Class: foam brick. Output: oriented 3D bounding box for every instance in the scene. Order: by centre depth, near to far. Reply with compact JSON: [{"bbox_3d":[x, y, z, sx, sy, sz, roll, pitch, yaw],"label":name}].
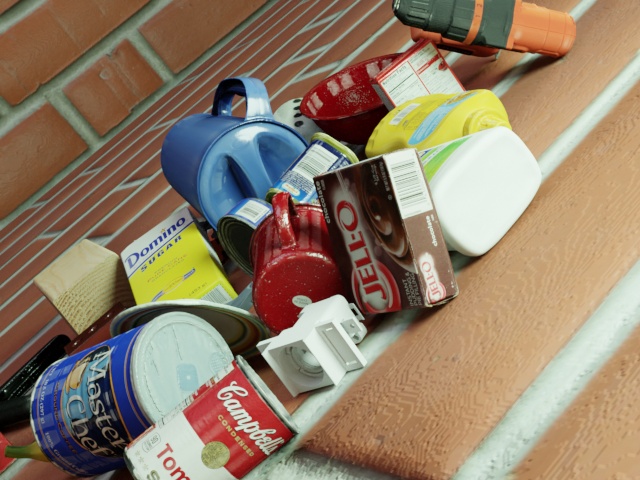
[{"bbox_3d":[-0.223,0.111,1.122,0.078,0.051,0.053,-41,16,-11],"label":"foam brick"}]

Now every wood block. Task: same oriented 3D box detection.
[{"bbox_3d":[-0.270,0.066,1.271,0.090,0.091,0.206,-40,16,-13],"label":"wood block"}]

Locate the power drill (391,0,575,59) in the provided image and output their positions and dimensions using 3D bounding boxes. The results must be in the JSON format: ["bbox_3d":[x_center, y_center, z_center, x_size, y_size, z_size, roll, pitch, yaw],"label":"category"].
[{"bbox_3d":[0.149,-0.225,1.106,0.188,0.184,0.057,-125,46,-76],"label":"power drill"}]

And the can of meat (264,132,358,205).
[{"bbox_3d":[-0.013,-0.041,1.042,0.083,0.057,0.102,-50,-13,-28],"label":"can of meat"}]

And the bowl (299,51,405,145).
[{"bbox_3d":[0.060,-0.154,1.210,0.162,0.055,0.162,-18,26,9],"label":"bowl"}]

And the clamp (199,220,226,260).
[{"bbox_3d":[-0.135,-0.008,1.288,0.120,0.039,0.172,-37,22,-17],"label":"clamp"}]

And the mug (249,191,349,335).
[{"bbox_3d":[-0.016,0.017,0.852,0.093,0.117,0.081,-12,25,5],"label":"mug"}]

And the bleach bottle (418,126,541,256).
[{"bbox_3d":[0.071,-0.031,0.892,0.102,0.068,0.251,-46,16,-21],"label":"bleach bottle"}]

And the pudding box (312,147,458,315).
[{"bbox_3d":[0.046,-0.004,0.778,0.039,0.113,0.090,-15,1,-36],"label":"pudding box"}]

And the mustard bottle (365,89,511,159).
[{"bbox_3d":[0.117,-0.098,0.978,0.096,0.058,0.192,-40,17,-14],"label":"mustard bottle"}]

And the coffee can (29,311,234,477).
[{"bbox_3d":[-0.148,0.124,0.844,0.141,0.102,0.102,-24,21,38],"label":"coffee can"}]

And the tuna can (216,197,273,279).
[{"bbox_3d":[-0.057,0.001,1.019,0.033,0.086,0.086,-44,18,-29],"label":"tuna can"}]

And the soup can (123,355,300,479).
[{"bbox_3d":[-0.074,0.136,0.725,0.102,0.068,0.068,-39,17,-4],"label":"soup can"}]

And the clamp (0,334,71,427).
[{"bbox_3d":[-0.377,0.194,1.240,0.210,0.036,0.164,-32,18,18],"label":"clamp"}]

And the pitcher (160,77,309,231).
[{"bbox_3d":[-0.103,-0.091,1.204,0.149,0.145,0.243,-48,24,-6],"label":"pitcher"}]

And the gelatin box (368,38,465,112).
[{"bbox_3d":[0.104,-0.150,1.090,0.073,0.089,0.030,-40,17,-9],"label":"gelatin box"}]

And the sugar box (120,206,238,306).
[{"bbox_3d":[-0.149,0.037,1.103,0.093,0.048,0.176,-36,34,0],"label":"sugar box"}]
